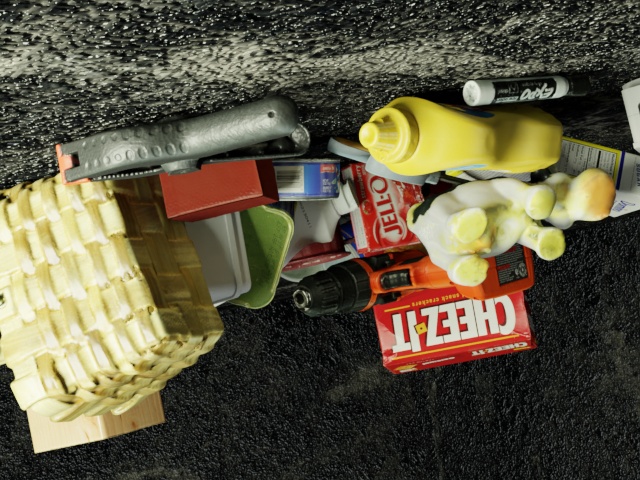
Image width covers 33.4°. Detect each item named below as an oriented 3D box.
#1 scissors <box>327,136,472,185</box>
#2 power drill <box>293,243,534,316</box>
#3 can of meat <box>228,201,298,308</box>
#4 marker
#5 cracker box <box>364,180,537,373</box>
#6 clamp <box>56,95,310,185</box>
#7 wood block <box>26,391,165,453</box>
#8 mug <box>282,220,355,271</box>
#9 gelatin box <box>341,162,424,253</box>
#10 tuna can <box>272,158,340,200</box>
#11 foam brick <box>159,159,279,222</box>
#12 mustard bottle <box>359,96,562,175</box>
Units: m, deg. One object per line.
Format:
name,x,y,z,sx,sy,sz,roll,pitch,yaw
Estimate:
scissors,0.074,-0.065,0.923,0.096,0.016,0.201,24,-169,21
power drill,0.091,0.033,1.010,0.188,0.057,0.184,-7,-175,44
can of meat,-0.056,0.001,0.959,0.057,0.102,0.084,15,-161,-6
marker,0.161,-0.116,0.815,0.120,0.020,0.020,-9,174,-31
cracker box,0.135,0.025,1.173,0.164,0.214,0.072,-13,163,14
clamp,-0.085,-0.063,0.711,0.171,0.039,0.120,-7,171,12
wood block,-0.221,0.079,0.983,0.091,0.206,0.090,-16,174,30
mug,-0.010,-0.017,1.116,0.117,0.081,0.093,-11,174,-16
gelatin box,0.066,-0.036,1.054,0.073,0.089,0.030,-10,176,-22
tuna can,-0.026,-0.051,0.881,0.086,0.034,0.086,0,-176,0
foam brick,-0.077,-0.048,0.808,0.078,0.053,0.051,-13,175,14
mustard bottle,0.098,-0.079,0.819,0.096,0.058,0.191,13,-167,42
